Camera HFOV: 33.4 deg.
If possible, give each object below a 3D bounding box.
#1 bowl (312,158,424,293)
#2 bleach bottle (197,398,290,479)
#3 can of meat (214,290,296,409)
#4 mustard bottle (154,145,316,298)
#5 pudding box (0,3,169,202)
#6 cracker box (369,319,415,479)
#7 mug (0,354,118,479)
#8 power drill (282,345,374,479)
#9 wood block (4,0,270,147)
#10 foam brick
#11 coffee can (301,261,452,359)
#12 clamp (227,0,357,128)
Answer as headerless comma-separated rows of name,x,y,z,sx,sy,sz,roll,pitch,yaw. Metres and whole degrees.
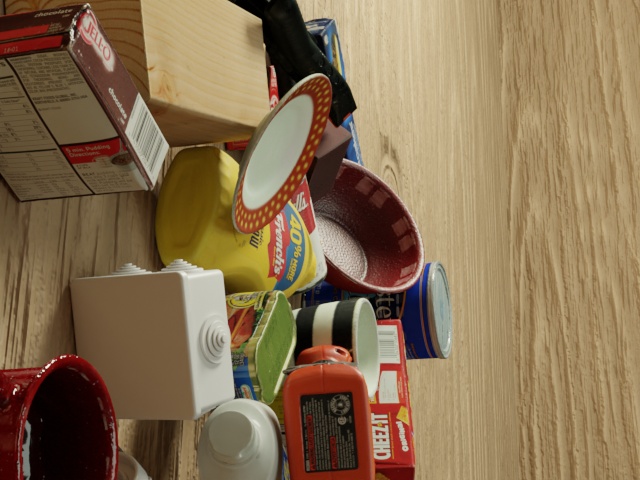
bowl,0.027,-0.004,1.076,0.162,0.055,0.162,24,45,-26
bleach bottle,-0.050,0.183,0.753,0.251,0.068,0.102,85,5,-62
can of meat,-0.071,0.081,0.790,0.102,0.084,0.057,-69,149,-55
mustard bottle,-0.055,0.001,0.857,0.191,0.058,0.096,33,57,-57
pudding box,-0.146,-0.071,0.576,0.113,0.090,0.039,67,26,-47
cracker box,0.049,0.206,1.061,0.214,0.072,0.164,90,-2,-50
mug,-0.157,0.094,0.502,0.093,0.082,0.117,-78,156,-44
power drill,0.007,0.163,0.771,0.187,0.057,0.184,93,-10,-79
wood block,-0.111,-0.117,0.707,0.205,0.090,0.091,-2,87,-73
foam brick,-0.014,-0.075,0.989,0.052,0.051,0.078,-36,159,-40
coffee can,0.062,0.078,1.134,0.102,0.140,0.103,-5,90,-73
clamp,-0.033,-0.171,0.894,0.165,0.036,0.209,45,-1,37
